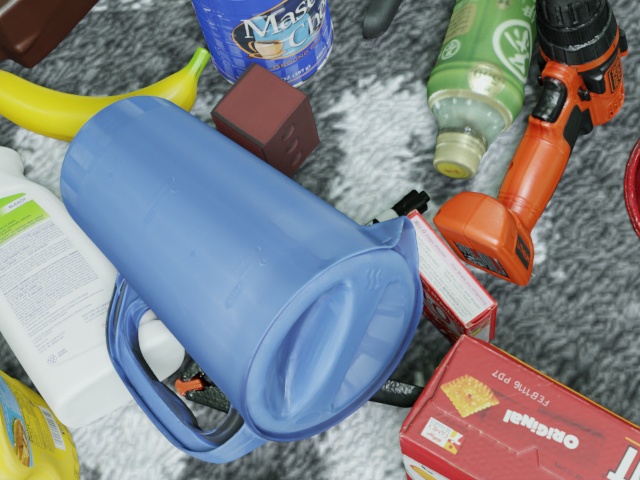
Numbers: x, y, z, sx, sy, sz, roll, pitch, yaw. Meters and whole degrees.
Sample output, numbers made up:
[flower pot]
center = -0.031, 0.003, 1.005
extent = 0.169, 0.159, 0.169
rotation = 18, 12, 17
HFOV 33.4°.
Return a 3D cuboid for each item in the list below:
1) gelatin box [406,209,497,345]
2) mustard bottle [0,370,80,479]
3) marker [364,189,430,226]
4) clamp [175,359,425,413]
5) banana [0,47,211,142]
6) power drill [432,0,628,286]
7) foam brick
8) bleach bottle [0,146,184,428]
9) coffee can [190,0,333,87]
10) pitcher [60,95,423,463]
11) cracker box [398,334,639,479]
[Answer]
[gelatin box]
center = 0.081, 0.031, 0.727
extent = 0.030, 0.073, 0.089
rotation = -37, 68, -8
[mustard bottle]
center = -0.210, 0.115, 0.663
extent = 0.058, 0.191, 0.096
rotation = -27, 67, -5
[marker]
center = 0.030, 0.001, 0.775
extent = 0.121, 0.020, 0.020
rotation = -35, 68, -8
[clamp]
center = -0.012, 0.085, 0.733
extent = 0.171, 0.039, 0.120
rotation = -28, 70, 6
[banana]
center = -0.180, -0.108, 0.836
extent = 0.198, 0.037, 0.069
rotation = -2, 71, 9
[power drill]
center = 0.145, -0.074, 0.714
extent = 0.057, 0.184, 0.187
rotation = 26, 81, 28
[foam brick]
center = -0.040, -0.083, 0.788
extent = 0.051, 0.078, 0.053
rotation = 35, 78, 18
[bleach bottle]
center = -0.205, 0.010, 0.779
extent = 0.102, 0.068, 0.251
rotation = -31, 64, -15
[coffee can]
center = -0.047, -0.189, 0.798
extent = 0.103, 0.140, 0.103
rotation = -2, 67, 6
[pitcher]
center = -0.068, 0.012, 0.671
extent = 0.149, 0.145, 0.243
rotation = -20, 42, -36
[cracker box]
center = 0.134, 0.144, 0.596
extent = 0.164, 0.213, 0.072
rotation = 28, 73, 17
